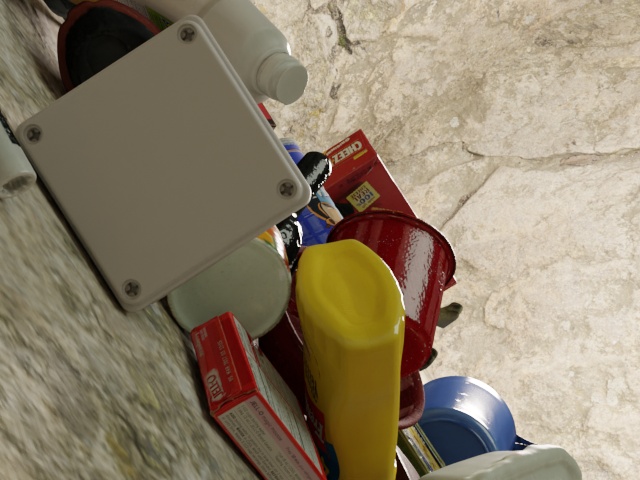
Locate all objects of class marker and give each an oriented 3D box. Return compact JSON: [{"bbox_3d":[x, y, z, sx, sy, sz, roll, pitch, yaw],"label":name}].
[{"bbox_3d":[-0.157,-0.072,0.462,0.121,0.020,0.020,58,4,17],"label":"marker"}]

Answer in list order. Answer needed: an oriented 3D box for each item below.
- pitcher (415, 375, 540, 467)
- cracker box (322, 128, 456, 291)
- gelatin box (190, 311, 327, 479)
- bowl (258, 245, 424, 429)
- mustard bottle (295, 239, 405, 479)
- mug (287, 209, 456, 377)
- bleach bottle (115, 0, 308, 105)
[{"bbox_3d":[0.139,0.210,1.063,0.145,0.149,0.242,58,7,8],"label":"pitcher"},{"bbox_3d":[0.033,0.008,1.182,0.213,0.164,0.072,54,6,-36],"label":"cracker box"},{"bbox_3d":[-0.035,0.093,0.591,0.089,0.030,0.073,57,4,-34],"label":"gelatin box"},{"bbox_3d":[0.005,0.083,0.794,0.162,0.055,0.162,40,24,-23],"label":"bowl"},{"bbox_3d":[0.018,0.100,0.652,0.096,0.058,0.192,-115,-162,-50],"label":"mustard bottle"},{"bbox_3d":[0.029,0.037,0.724,0.093,0.117,0.081,96,9,-49],"label":"mug"},{"bbox_3d":[-0.099,-0.158,0.768,0.251,0.068,0.102,37,-16,34],"label":"bleach bottle"}]
